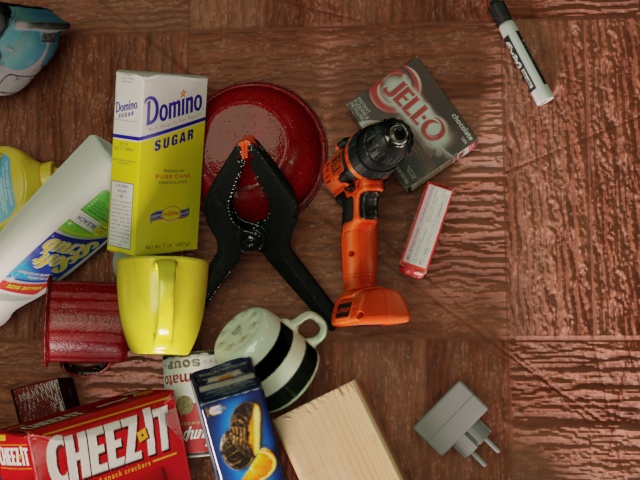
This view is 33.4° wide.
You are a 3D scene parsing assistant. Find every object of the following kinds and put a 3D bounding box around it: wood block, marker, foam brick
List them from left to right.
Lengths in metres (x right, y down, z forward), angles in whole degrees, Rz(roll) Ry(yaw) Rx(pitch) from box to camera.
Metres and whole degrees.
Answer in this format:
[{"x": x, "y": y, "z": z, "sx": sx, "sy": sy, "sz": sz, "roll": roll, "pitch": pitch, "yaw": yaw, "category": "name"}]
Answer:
[{"x": -0.275, "y": 0.183, "z": 1.091, "sx": 0.051, "sy": 0.053, "sz": 0.078, "roll": -18, "pitch": 82, "yaw": 4, "category": "foam brick"}, {"x": 0.041, "y": 0.246, "z": 1.029, "sx": 0.091, "sy": 0.090, "sz": 0.206, "roll": -26, "pitch": 80, "yaw": 1, "category": "wood block"}, {"x": 0.206, "y": -0.196, "z": 1.103, "sx": 0.020, "sy": 0.020, "sz": 0.121, "roll": -25, "pitch": 81, "yaw": 2, "category": "marker"}]

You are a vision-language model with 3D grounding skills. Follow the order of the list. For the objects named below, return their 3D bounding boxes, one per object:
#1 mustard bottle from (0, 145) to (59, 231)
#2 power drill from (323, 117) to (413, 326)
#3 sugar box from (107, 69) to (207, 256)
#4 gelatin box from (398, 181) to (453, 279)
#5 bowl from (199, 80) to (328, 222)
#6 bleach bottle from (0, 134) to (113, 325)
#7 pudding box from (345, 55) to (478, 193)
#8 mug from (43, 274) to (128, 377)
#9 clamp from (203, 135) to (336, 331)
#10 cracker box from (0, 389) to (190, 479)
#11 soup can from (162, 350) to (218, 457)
[{"x": -0.349, "y": -0.049, "z": 1.126, "sx": 0.191, "sy": 0.058, "sz": 0.096, "roll": -12, "pitch": 76, "yaw": 5, "category": "mustard bottle"}, {"x": 0.049, "y": -0.013, "z": 1.016, "sx": 0.057, "sy": 0.185, "sz": 0.187, "roll": 1, "pitch": 81, "yaw": -13, "category": "power drill"}, {"x": -0.159, "y": -0.077, "z": 1.051, "sx": 0.048, "sy": 0.093, "sz": 0.176, "roll": 14, "pitch": 103, "yaw": 34, "category": "sugar box"}, {"x": 0.105, "y": -0.008, "z": 1.062, "sx": 0.030, "sy": 0.073, "sz": 0.089, "roll": 18, "pitch": 84, "yaw": 5, "category": "gelatin box"}, {"x": -0.075, "y": -0.094, "z": 1.103, "sx": 0.162, "sy": 0.055, "sz": 0.162, "roll": -1, "pitch": 83, "yaw": 6, "category": "bowl"}, {"x": -0.285, "y": 0.008, "z": 1.101, "sx": 0.251, "sy": 0.102, "sz": 0.068, "roll": -45, "pitch": 59, "yaw": 6, "category": "bleach bottle"}, {"x": 0.094, "y": -0.118, "z": 1.095, "sx": 0.090, "sy": 0.039, "sz": 0.113, "roll": -35, "pitch": 81, "yaw": 0, "category": "pudding box"}, {"x": -0.236, "y": 0.092, "z": 1.082, "sx": 0.081, "sy": 0.093, "sz": 0.117, "roll": 2, "pitch": 121, "yaw": -11, "category": "mug"}, {"x": -0.057, "y": 0.001, "z": 1.067, "sx": 0.164, "sy": 0.036, "sz": 0.210, "roll": 5, "pitch": 108, "yaw": 3, "category": "clamp"}, {"x": -0.194, "y": 0.259, "z": 0.981, "sx": 0.072, "sy": 0.163, "sz": 0.214, "roll": -10, "pitch": 91, "yaw": 44, "category": "cracker box"}, {"x": -0.122, "y": 0.164, "z": 1.069, "sx": 0.068, "sy": 0.068, "sz": 0.102, "roll": -6, "pitch": 81, "yaw": 5, "category": "soup can"}]
